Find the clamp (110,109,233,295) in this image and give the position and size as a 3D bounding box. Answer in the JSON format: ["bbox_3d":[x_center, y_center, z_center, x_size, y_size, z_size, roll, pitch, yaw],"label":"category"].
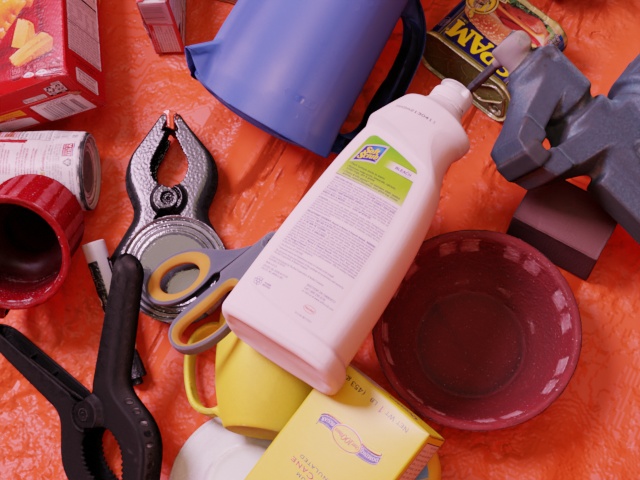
[{"bbox_3d":[-0.117,-0.025,0.901,0.120,0.039,0.171,8,77,-2],"label":"clamp"}]

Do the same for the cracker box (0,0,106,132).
[{"bbox_3d":[-0.280,-0.201,0.932,0.164,0.072,0.214,-14,70,16],"label":"cracker box"}]

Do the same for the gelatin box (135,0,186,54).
[{"bbox_3d":[-0.141,-0.218,0.944,0.030,0.089,0.073,-3,70,3],"label":"gelatin box"}]

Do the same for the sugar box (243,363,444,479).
[{"bbox_3d":[-0.003,0.182,0.766,0.093,0.048,0.176,38,90,28],"label":"sugar box"}]

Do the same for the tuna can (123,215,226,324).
[{"bbox_3d":[-0.115,0.025,0.855,0.086,0.034,0.086,0,80,2],"label":"tuna can"}]

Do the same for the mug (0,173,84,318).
[{"bbox_3d":[-0.238,0.007,0.845,0.093,0.081,0.117,17,110,-5],"label":"mug"}]

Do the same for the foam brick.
[{"bbox_3d":[0.199,-0.013,0.875,0.078,0.053,0.051,30,74,12],"label":"foam brick"}]

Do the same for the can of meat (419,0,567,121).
[{"bbox_3d":[0.151,-0.168,0.932,0.102,0.057,0.084,41,74,15],"label":"can of meat"}]

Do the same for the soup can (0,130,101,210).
[{"bbox_3d":[-0.243,-0.058,0.902,0.102,0.068,0.068,0,70,2],"label":"soup can"}]

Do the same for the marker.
[{"bbox_3d":[-0.166,0.059,0.862,0.020,0.020,0.121,-17,91,-4],"label":"marker"}]

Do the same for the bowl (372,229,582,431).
[{"bbox_3d":[0.121,0.075,0.845,0.162,0.055,0.162,-1,70,2],"label":"bowl"}]

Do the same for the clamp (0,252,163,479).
[{"bbox_3d":[-0.181,0.131,0.831,0.165,0.036,0.210,-19,82,31],"label":"clamp"}]

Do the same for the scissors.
[{"bbox_3d":[-0.055,0.001,0.823,0.096,0.016,0.201,29,70,30],"label":"scissors"}]

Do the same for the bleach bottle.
[{"bbox_3d":[0.040,-0.017,0.778,0.103,0.068,0.250,31,70,20],"label":"bleach bottle"}]

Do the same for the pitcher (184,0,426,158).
[{"bbox_3d":[0.015,-0.194,0.873,0.145,0.149,0.243,33,97,16],"label":"pitcher"}]
